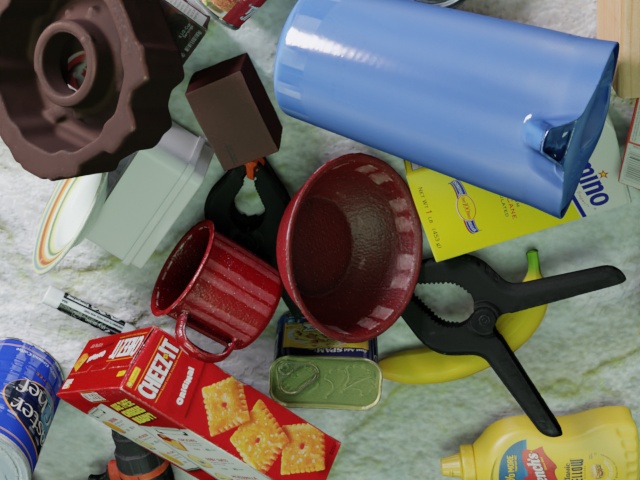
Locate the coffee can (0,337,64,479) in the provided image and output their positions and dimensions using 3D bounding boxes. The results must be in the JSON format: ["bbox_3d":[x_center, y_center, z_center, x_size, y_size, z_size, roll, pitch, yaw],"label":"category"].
[{"bbox_3d":[-0.306,0.172,1.002,0.103,0.140,0.103,1,119,1],"label":"coffee can"}]

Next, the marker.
[{"bbox_3d":[-0.206,0.077,1.016,0.121,0.020,0.020,28,116,-14],"label":"marker"}]

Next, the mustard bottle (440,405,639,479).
[{"bbox_3d":[0.216,0.218,1.062,0.191,0.058,0.096,-5,118,5],"label":"mustard bottle"}]

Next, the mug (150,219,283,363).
[{"bbox_3d":[-0.088,0.051,0.906,0.081,0.117,0.093,32,137,-23],"label":"mug"}]

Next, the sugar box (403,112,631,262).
[{"bbox_3d":[0.169,-0.052,0.919,0.176,0.048,0.093,-17,117,12],"label":"sugar box"}]

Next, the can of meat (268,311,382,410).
[{"bbox_3d":[0.005,0.109,0.991,0.102,0.084,0.057,2,119,0],"label":"can of meat"}]

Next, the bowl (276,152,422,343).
[{"bbox_3d":[0.015,0.006,0.920,0.055,0.162,0.162,2,130,47],"label":"bowl"}]

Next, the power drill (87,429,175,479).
[{"bbox_3d":[-0.242,0.249,1.091,0.188,0.057,0.184,-9,113,7],"label":"power drill"}]

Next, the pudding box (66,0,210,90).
[{"bbox_3d":[-0.156,-0.160,0.870,0.090,0.039,0.114,34,114,-15],"label":"pudding box"}]

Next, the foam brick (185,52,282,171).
[{"bbox_3d":[-0.071,-0.108,0.891,0.053,0.051,0.078,-19,117,12],"label":"foam brick"}]

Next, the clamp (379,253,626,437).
[{"bbox_3d":[0.158,0.061,0.960,0.210,0.036,0.165,28,102,8],"label":"clamp"}]

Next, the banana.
[{"bbox_3d":[0.145,0.089,1.007,0.198,0.037,0.069,-39,84,17],"label":"banana"}]

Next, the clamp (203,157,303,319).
[{"bbox_3d":[-0.056,0.001,0.959,0.120,0.039,0.172,10,125,-9],"label":"clamp"}]

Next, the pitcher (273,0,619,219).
[{"bbox_3d":[0.096,-0.116,0.816,0.243,0.145,0.149,19,156,17],"label":"pitcher"}]

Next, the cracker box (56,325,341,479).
[{"bbox_3d":[-0.113,0.163,0.982,0.213,0.072,0.164,37,153,-22],"label":"cracker box"}]
